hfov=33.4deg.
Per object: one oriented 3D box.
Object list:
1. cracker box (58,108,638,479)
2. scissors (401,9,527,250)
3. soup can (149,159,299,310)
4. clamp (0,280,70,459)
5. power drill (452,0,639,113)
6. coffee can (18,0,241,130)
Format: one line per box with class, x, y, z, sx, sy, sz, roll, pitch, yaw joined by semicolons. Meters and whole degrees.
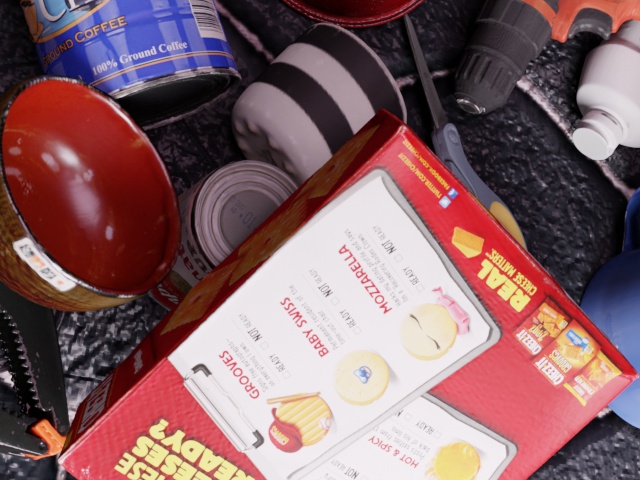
cracker box;0.012;0.071;0.506;0.214;0.072;0.164;-44;103;7
scissors;0.096;-0.054;0.708;0.096;0.016;0.202;21;54;-43
soup can;-0.054;0.001;0.579;0.068;0.102;0.068;6;76;-25
clamp;-0.187;0.014;0.510;0.210;0.036;0.164;47;57;-13
power drill;0.200;-0.138;0.708;0.188;0.057;0.184;26;81;13
coffee can;-0.113;-0.137;0.582;0.102;0.103;0.140;-17;86;-27
